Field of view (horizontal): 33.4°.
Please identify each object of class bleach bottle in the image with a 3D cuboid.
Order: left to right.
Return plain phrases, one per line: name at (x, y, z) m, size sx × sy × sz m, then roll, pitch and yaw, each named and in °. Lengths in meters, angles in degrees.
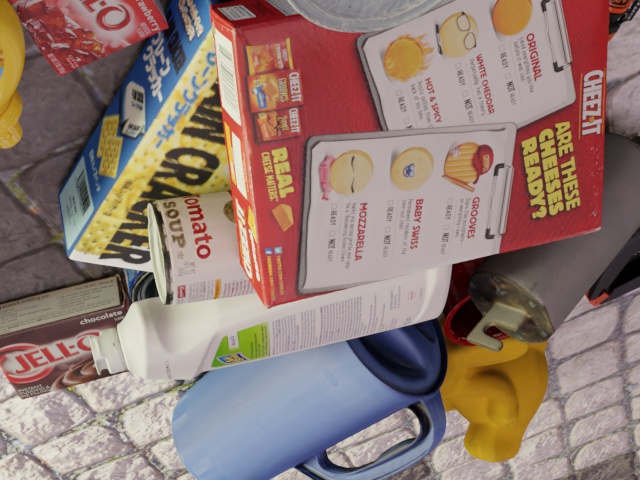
bleach bottle at (-0.037, 0.044, 0.752) m, size 0.250 × 0.068 × 0.102 m, roll -14°, pitch 147°, yaw -10°

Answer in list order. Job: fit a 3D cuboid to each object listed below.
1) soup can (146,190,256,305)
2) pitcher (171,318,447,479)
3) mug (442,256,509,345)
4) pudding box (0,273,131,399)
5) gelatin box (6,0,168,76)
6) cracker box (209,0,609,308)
soup can at (-0.054, 0.001, 0.679) m, size 0.102 × 0.068 × 0.068 m, roll -9°, pitch 142°, yaw -15°
pitcher at (-0.013, 0.133, 0.913) m, size 0.144 × 0.149 × 0.243 m, roll 29°, pitch 129°, yaw -29°
mug at (0.143, 0.034, 0.915) m, size 0.093 × 0.081 × 0.117 m, roll -38°, pitch 140°, yaw 23°
pudding box at (-0.201, 0.078, 0.850) m, size 0.113 × 0.039 × 0.090 m, roll -16°, pitch 143°, yaw -5°
gelatin box at (-0.138, -0.142, 0.603) m, size 0.073 × 0.030 × 0.089 m, roll -23°, pitch 144°, yaw 5°
cracker box at (0.052, -0.067, 0.608) m, size 0.213 × 0.072 × 0.164 m, roll -13°, pitch 118°, yaw -14°
